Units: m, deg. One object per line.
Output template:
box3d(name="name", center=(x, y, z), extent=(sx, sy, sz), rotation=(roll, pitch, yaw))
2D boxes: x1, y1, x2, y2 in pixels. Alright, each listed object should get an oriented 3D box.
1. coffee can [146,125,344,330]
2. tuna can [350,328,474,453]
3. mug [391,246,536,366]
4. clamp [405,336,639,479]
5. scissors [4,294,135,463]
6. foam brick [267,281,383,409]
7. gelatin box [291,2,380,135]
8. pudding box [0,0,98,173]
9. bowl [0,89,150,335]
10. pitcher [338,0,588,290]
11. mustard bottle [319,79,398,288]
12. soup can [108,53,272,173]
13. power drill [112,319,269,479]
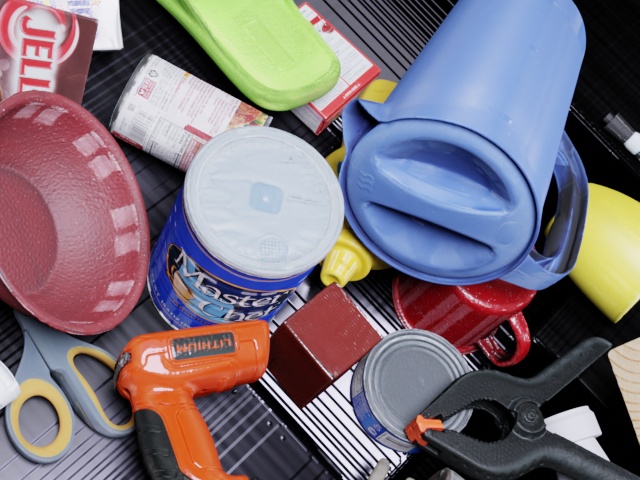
box3d(name="coffee can", center=(-0.055, 0.001, 0.718), extent=(0.102, 0.140, 0.103), rotation=(8, 65, -16))
box3d(name="tuna can", center=(0.066, 0.109, 0.773), extent=(0.086, 0.034, 0.086), rotation=(7, 64, -16))
box3d(name="mug", center=(0.116, 0.040, 0.795), extent=(0.093, 0.082, 0.117), rotation=(-22, 76, -27))
box3d(name="clamp", center=(0.148, 0.136, 0.743), extent=(0.171, 0.039, 0.120), rotation=(-10, 60, -16))
box3d(name="scissors", center=(-0.204, 0.064, 0.709), extent=(0.202, 0.016, 0.096), rotation=(45, 60, 4))
box3d(name="foam brick", center=(-0.001, 0.073, 0.741), extent=(0.051, 0.078, 0.053), rotation=(-36, 82, -27))
box3d(name="gelatin box", center=(-0.008, -0.140, 0.862), extent=(0.089, 0.030, 0.073), rotation=(43, 61, 6))
box3d(name="pudding box", center=(-0.211, -0.111, 0.743), extent=(0.090, 0.039, 0.113), rotation=(12, 97, -16))
box3d(name="bowl", center=(-0.182, -0.013, 0.693), extent=(0.162, 0.055, 0.162), rotation=(36, 46, -50))
box3d(name="pitcher", center=(0.122, -0.084, 0.759), extent=(0.145, 0.149, 0.242), rotation=(6, 40, 23))
box3d(name="mustard bottle", center=(0.042, -0.035, 0.796), extent=(0.096, 0.058, 0.191), rotation=(35, 49, -8))
box3d(name="soup can", center=(-0.096, -0.084, 0.785), extent=(0.102, 0.069, 0.068), rotation=(28, 61, -5))
box3d(name="power drill", center=(-0.047, 0.145, 0.672), extent=(0.184, 0.057, 0.188), rotation=(-4, 59, -23))
